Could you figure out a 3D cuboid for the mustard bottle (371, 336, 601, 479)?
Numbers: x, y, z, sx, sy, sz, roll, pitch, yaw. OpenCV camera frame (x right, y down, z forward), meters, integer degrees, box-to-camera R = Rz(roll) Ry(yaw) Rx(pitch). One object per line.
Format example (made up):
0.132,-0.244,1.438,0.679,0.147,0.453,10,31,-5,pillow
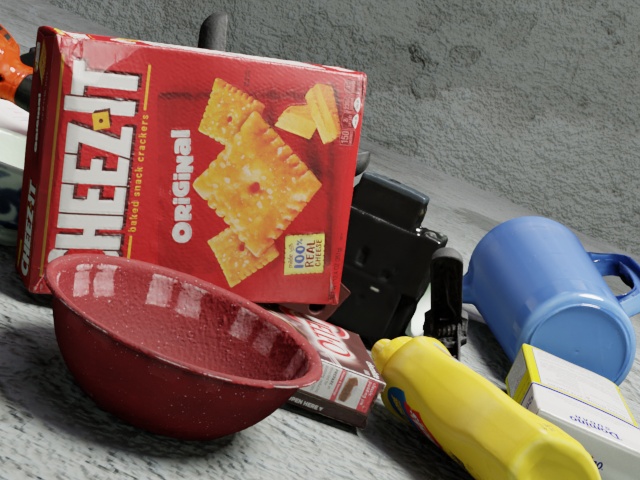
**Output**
0.090,0.111,0.681,0.096,0.058,0.192,48,-7,-36,mustard bottle

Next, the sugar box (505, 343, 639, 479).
0.198,0.139,0.839,0.093,0.048,0.176,24,14,3,sugar box

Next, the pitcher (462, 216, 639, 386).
0.235,0.064,1.045,0.145,0.149,0.243,34,12,-9,pitcher

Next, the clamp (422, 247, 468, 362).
0.099,0.080,0.854,0.039,0.120,0.171,7,-12,10,clamp

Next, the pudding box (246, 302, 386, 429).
-0.012,0.078,0.714,0.090,0.039,0.113,21,10,-11,pudding box

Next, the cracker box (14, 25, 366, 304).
-0.083,-0.045,0.709,0.213,0.164,0.072,4,11,-24,cracker box

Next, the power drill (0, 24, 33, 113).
-0.193,-0.109,0.861,0.187,0.057,0.184,26,8,-16,power drill

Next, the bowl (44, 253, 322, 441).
-0.082,0.064,0.589,0.162,0.055,0.162,22,10,-5,bowl
